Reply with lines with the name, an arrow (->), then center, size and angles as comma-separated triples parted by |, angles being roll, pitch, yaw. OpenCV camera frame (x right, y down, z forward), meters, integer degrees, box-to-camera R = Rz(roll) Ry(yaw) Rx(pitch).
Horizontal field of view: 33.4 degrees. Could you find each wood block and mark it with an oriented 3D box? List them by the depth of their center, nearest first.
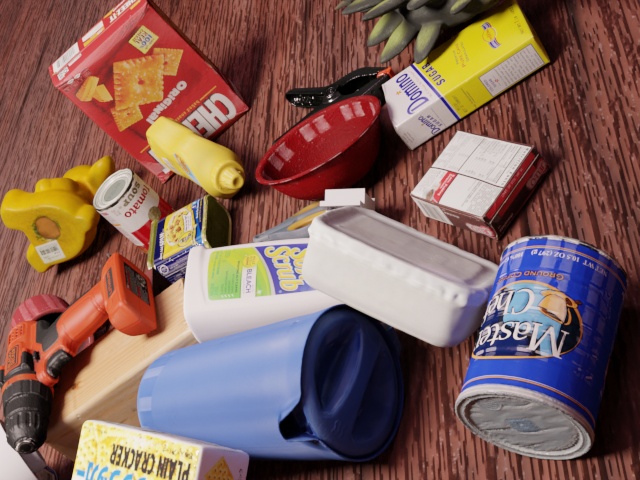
wood block -> -0.194, 0.146, 1.138 | 0.206, 0.090, 0.091 | -35, 37, 13

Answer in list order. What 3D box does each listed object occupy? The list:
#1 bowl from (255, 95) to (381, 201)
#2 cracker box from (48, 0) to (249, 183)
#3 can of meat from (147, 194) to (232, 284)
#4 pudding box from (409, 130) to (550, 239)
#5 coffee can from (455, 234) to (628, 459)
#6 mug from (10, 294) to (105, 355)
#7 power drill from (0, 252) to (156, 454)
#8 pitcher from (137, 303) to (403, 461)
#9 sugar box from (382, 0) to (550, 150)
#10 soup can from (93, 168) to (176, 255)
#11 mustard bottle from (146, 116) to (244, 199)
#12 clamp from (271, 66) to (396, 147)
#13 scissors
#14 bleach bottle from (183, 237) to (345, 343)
bowl -> 0.009, -0.093, 1.186 | 0.162, 0.055, 0.162 | -28, 23, 13
cracker box -> -0.224, -0.201, 1.418 | 0.164, 0.213, 0.072 | -40, 36, 8
can of meat -> -0.154, 0.002, 1.275 | 0.084, 0.057, 0.102 | -27, 39, 21
pudding box -> 0.153, -0.056, 1.036 | 0.090, 0.039, 0.114 | -52, 37, -11
coffee can -> 0.171, 0.081, 0.818 | 0.103, 0.102, 0.140 | -8, 49, 41
mug -> -0.324, 0.111, 1.320 | 0.117, 0.093, 0.082 | -21, 23, -20
power drill -> -0.257, 0.112, 1.106 | 0.188, 0.057, 0.184 | -37, 36, 12
pitcher -> -0.048, 0.137, 0.980 | 0.243, 0.149, 0.145 | -14, 60, 41
sugar box -> 0.153, -0.181, 1.156 | 0.176, 0.048, 0.093 | -31, 36, 17
soup can -> -0.228, -0.035, 1.348 | 0.069, 0.102, 0.068 | -27, 38, 23
mustard bottle -> -0.145, -0.097, 1.331 | 0.058, 0.096, 0.192 | -48, 34, -8
clamp -> 0.013, -0.159, 1.282 | 0.172, 0.039, 0.120 | -15, 46, 36
scissors -> -0.058, 0.001, 1.172 | 0.202, 0.016, 0.096 | -28, 14, 8
bleach bottle -> -0.005, 0.035, 1.039 | 0.251, 0.068, 0.102 | -11, 47, 13
